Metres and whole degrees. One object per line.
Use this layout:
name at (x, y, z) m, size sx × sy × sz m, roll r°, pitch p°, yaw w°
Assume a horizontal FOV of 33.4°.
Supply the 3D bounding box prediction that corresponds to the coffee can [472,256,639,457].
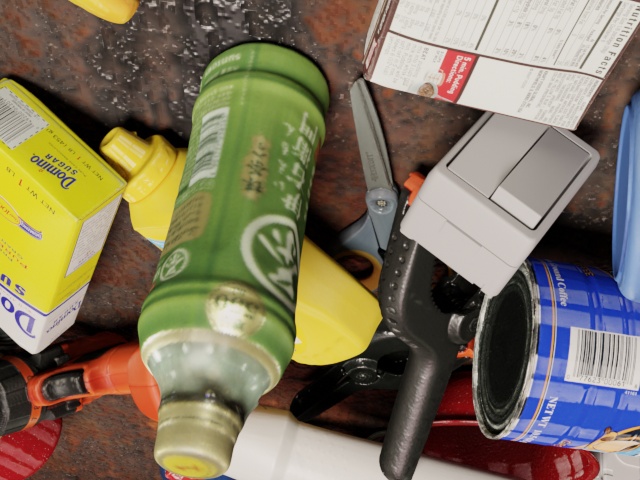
coffee can at (0.166, 0.068, 0.590) m, size 0.140 × 0.103 × 0.103 m, roll 9°, pitch 144°, yaw -7°

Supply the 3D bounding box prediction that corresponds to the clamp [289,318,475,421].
clamp at (0.022, 0.078, 0.753) m, size 0.172 × 0.039 × 0.120 m, roll -21°, pitch 140°, yaw 25°

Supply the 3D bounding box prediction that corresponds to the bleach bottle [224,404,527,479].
bleach bottle at (0.022, 0.164, 0.744) m, size 0.250 × 0.068 × 0.103 m, roll 20°, pitch 162°, yaw -11°

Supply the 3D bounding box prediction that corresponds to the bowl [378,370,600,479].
bowl at (0.125, 0.139, 0.792) m, size 0.162 × 0.055 × 0.162 m, roll 8°, pitch 152°, yaw 4°

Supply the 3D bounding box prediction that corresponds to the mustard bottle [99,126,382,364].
mustard bottle at (-0.054, 0.000, 0.631) m, size 0.191 × 0.058 × 0.096 m, roll 42°, pitch 157°, yaw -28°

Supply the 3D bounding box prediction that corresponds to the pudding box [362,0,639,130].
pudding box at (0.084, -0.102, 0.494) m, size 0.113 × 0.039 × 0.090 m, roll 11°, pitch 144°, yaw -7°

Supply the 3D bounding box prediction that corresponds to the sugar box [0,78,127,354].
sugar box at (-0.178, -0.007, 0.636) m, size 0.093 × 0.048 × 0.176 m, roll 42°, pitch 141°, yaw 6°

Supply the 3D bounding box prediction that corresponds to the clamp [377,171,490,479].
clamp at (0.093, 0.041, 0.655) m, size 0.164 × 0.036 × 0.210 m, roll -28°, pitch 129°, yaw -20°

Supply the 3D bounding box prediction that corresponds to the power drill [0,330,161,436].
power drill at (-0.150, 0.092, 0.702) m, size 0.188 × 0.057 × 0.184 m, roll -9°, pitch -174°, yaw 35°

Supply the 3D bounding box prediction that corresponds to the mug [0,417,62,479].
mug at (-0.272, 0.141, 0.867) m, size 0.117 × 0.093 × 0.081 m, roll 21°, pitch 163°, yaw 40°

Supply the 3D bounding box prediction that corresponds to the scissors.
scissors at (0.022, -0.018, 0.640) m, size 0.096 × 0.016 × 0.201 m, roll -11°, pitch 140°, yaw 24°
